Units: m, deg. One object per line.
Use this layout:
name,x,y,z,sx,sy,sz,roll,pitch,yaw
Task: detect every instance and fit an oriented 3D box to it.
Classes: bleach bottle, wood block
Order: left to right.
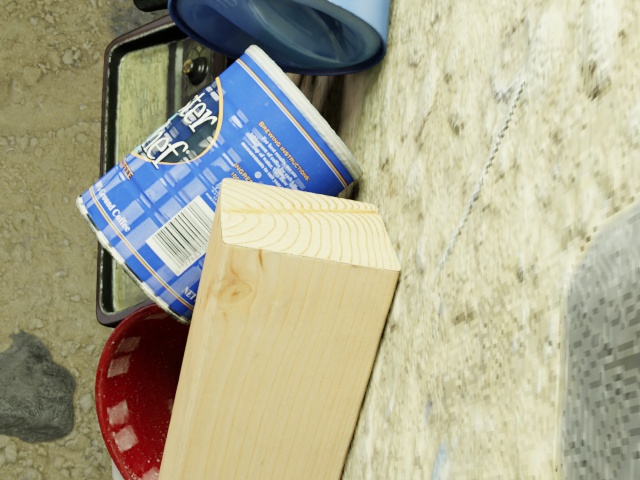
bleach bottle,-0.123,0.218,0.825,0.102,0.068,0.251,-116,19,-69
wood block,-0.031,0.082,0.587,0.090,0.090,0.206,-102,24,-65

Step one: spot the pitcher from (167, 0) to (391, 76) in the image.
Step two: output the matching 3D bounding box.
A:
pitcher,-0.003,-0.231,0.671,0.149,0.144,0.243,-7,68,57

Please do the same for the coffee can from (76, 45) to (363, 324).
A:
coffee can,-0.060,-0.033,0.642,0.140,0.102,0.103,-41,13,1

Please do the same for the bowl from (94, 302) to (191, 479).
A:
bowl,-0.072,0.111,0.720,0.055,0.162,0.162,-24,-48,-60
